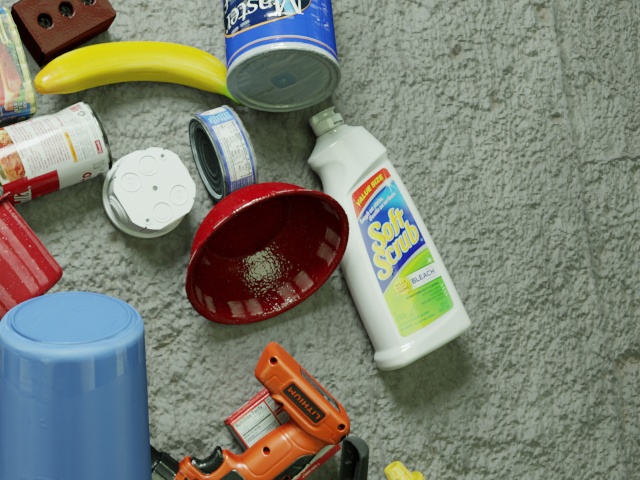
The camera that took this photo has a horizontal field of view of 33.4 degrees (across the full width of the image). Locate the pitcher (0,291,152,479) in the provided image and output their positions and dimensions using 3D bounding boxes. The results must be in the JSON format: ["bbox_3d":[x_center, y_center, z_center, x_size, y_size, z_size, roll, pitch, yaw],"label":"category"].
[{"bbox_3d":[-0.204,0.167,0.839,0.149,0.145,0.243,-10,116,-32],"label":"pitcher"}]

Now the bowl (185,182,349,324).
[{"bbox_3d":[-0.056,0.001,0.969,0.161,0.162,0.055,-16,49,-21],"label":"bowl"}]

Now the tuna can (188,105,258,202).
[{"bbox_3d":[-0.090,-0.078,0.976,0.033,0.086,0.086,-20,91,-20],"label":"tuna can"}]

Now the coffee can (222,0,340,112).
[{"bbox_3d":[-0.039,-0.204,0.978,0.102,0.103,0.140,4,64,-20],"label":"coffee can"}]

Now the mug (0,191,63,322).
[{"bbox_3d":[-0.271,0.028,0.856,0.117,0.093,0.081,-41,102,-19],"label":"mug"}]

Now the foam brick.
[{"bbox_3d":[-0.231,-0.200,0.956,0.078,0.051,0.053,-36,97,-20],"label":"foam brick"}]

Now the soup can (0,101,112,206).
[{"bbox_3d":[-0.241,-0.075,0.931,0.102,0.069,0.068,-23,92,-22],"label":"soup can"}]

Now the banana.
[{"bbox_3d":[-0.164,-0.155,0.969,0.197,0.070,0.037,-2,126,-26],"label":"banana"}]

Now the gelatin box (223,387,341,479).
[{"bbox_3d":[-0.036,0.182,0.998,0.073,0.030,0.089,-37,97,-18],"label":"gelatin box"}]

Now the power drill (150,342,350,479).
[{"bbox_3d":[-0.081,0.181,0.941,0.184,0.057,0.188,44,95,-10],"label":"power drill"}]

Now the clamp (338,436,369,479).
[{"bbox_3d":[0.025,0.238,0.955,0.120,0.039,0.171,-47,146,4],"label":"clamp"}]

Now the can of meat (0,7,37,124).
[{"bbox_3d":[-0.300,-0.146,0.923,0.083,0.058,0.102,-15,90,-24],"label":"can of meat"}]

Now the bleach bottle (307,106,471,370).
[{"bbox_3d":[0.049,-0.008,1.033,0.102,0.068,0.251,-27,91,-21],"label":"bleach bottle"}]
